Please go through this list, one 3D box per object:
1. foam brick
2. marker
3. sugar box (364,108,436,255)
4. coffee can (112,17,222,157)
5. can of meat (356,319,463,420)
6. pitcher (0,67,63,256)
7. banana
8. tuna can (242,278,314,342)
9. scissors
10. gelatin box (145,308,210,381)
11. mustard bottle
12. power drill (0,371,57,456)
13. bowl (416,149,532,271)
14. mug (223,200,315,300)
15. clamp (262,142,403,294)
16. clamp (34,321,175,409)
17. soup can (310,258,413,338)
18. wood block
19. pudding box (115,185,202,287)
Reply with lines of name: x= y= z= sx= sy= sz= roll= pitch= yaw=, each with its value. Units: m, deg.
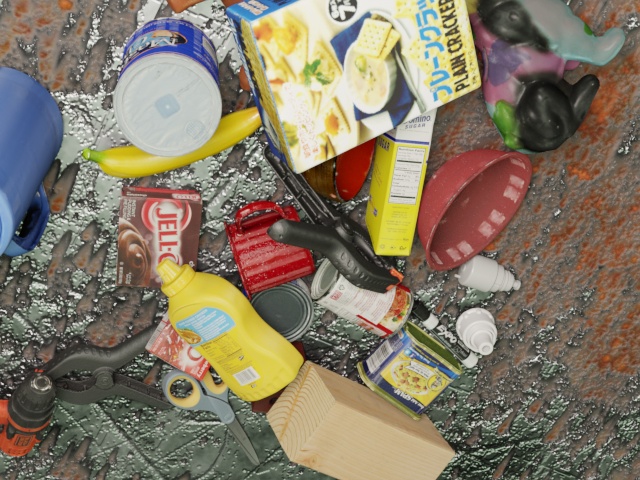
foam brick: x=-0.052 y=0.164 z=1.291 sx=0.053 sy=0.051 sz=0.078 roll=9 pitch=115 yaw=-11
marker: x=0.149 y=0.113 z=1.306 sx=0.020 sy=0.020 sz=0.121 roll=-41 pitch=113 yaw=13
sugar box: x=0.085 y=-0.081 z=1.162 sx=0.048 sy=0.093 sz=0.176 roll=2 pitch=115 yaw=-8
coffee can: x=-0.152 y=-0.157 z=1.070 sx=0.102 sy=0.140 sz=0.103 roll=-3 pitch=117 yaw=-5
can of meat: x=0.110 y=0.157 z=1.303 sx=0.102 sy=0.057 sz=0.084 roll=37 pitch=105 yaw=-22
pitcher: x=-0.328 y=-0.061 z=1.041 sx=0.149 sy=0.243 sz=0.145 roll=22 pitch=114 yaw=-15
banana: x=-0.152 y=-0.100 z=1.144 sx=0.197 sy=0.069 sz=0.037 roll=-16 pitch=84 yaw=-5
tuna can: x=-0.052 y=0.078 z=1.258 sx=0.086 sy=0.034 sz=0.086 roll=-3 pitch=117 yaw=-5
scissors: x=-0.136 y=0.217 z=1.316 sx=0.096 sy=0.016 sz=0.202 roll=-20 pitch=119 yaw=-19
gelatin box: x=-0.149 y=0.107 z=1.245 sx=0.073 sy=0.030 sz=0.089 roll=33 pitch=82 yaw=-19
mustard bottle: x=-0.113 y=0.093 z=1.193 sx=0.096 sy=0.058 sz=0.191 roll=-28 pitch=111 yaw=40
power drill: x=-0.401 y=0.195 z=1.212 sx=0.187 sy=0.057 sz=0.185 roll=8 pitch=145 yaw=-21
bowl: x=0.159 y=-0.045 z=1.183 sx=0.162 sy=0.055 sz=0.162 roll=-33 pitch=149 yaw=-23
mug: x=-0.058 y=0.001 z=1.186 sx=0.081 sy=0.093 sz=0.117 roll=-19 pitch=130 yaw=-2
clamp: x=0.011 y=-0.014 z=1.167 sx=0.036 sy=0.164 sz=0.209 roll=-38 pitch=128 yaw=23
clamp: x=-0.251 y=0.165 z=1.278 sx=0.171 sy=0.039 sz=0.120 roll=-12 pitch=112 yaw=-4
soup can: x=0.048 y=0.063 z=1.242 sx=0.102 sy=0.068 sz=0.069 roll=29 pitch=110 yaw=-18
wood block: x=0.050 y=0.235 z=1.285 sx=0.205 sy=0.090 sz=0.091 roll=28 pitch=103 yaw=-34
pudding box: x=-0.182 y=-0.003 z=1.200 sx=0.090 sy=0.039 sz=0.113 roll=4 pitch=116 yaw=-9
